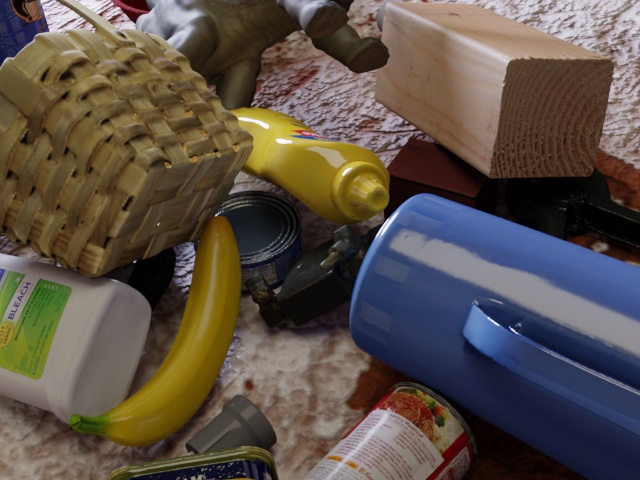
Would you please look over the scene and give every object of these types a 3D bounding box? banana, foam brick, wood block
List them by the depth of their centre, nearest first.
[{"bbox_3d":[-0.092,0.070,0.725,0.037,0.069,0.197,-7,39,36],"label":"banana"},{"bbox_3d":[0.094,-0.038,0.831,0.078,0.051,0.053,17,46,25],"label":"foam brick"},{"bbox_3d":[0.128,-0.125,0.842,0.090,0.090,0.206,-3,24,-21],"label":"wood block"}]

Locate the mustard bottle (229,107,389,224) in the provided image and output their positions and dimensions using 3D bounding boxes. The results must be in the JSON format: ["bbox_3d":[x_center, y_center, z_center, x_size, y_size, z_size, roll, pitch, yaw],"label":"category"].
[{"bbox_3d":[-0.003,-0.053,0.800,0.096,0.058,0.192,20,7,-30],"label":"mustard bottle"}]

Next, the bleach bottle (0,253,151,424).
[{"bbox_3d":[-0.245,0.058,0.759,0.251,0.068,0.102,9,71,28],"label":"bleach bottle"}]

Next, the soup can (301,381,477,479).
[{"bbox_3d":[0.035,0.141,0.626,0.069,0.068,0.102,27,53,33],"label":"soup can"}]

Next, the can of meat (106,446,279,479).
[{"bbox_3d":[-0.071,0.174,0.614,0.102,0.057,0.084,-9,44,-1],"label":"can of meat"}]

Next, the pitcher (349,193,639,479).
[{"bbox_3d":[0.139,0.063,0.617,0.243,0.149,0.144,24,54,22],"label":"pitcher"}]

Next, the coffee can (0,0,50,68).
[{"bbox_3d":[-0.330,-0.239,1.052,0.103,0.140,0.103,-4,41,3],"label":"coffee can"}]

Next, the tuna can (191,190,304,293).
[{"bbox_3d":[-0.055,0.001,0.822,0.086,0.034,0.086,-4,42,4],"label":"tuna can"}]

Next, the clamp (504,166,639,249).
[{"bbox_3d":[0.200,-0.021,0.806,0.120,0.039,0.171,-6,41,-5],"label":"clamp"}]
